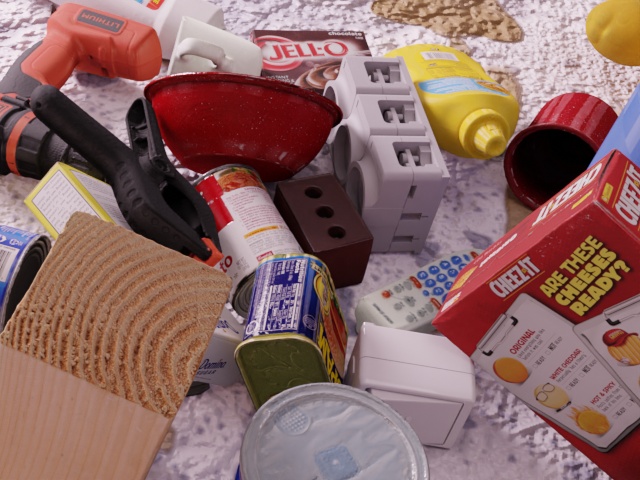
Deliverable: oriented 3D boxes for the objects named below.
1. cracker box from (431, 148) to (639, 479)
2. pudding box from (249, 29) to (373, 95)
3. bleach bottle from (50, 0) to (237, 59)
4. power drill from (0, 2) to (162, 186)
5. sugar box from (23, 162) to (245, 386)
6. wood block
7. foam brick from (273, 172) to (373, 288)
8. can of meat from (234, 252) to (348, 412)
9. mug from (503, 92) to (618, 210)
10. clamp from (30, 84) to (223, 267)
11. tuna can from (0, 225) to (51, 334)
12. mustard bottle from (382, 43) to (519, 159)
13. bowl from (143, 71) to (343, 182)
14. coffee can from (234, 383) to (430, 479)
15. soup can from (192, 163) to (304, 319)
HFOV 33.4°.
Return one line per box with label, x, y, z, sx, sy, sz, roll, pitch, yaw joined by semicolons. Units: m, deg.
cracker box;0.209;0.066;0.701;0.213;0.164;0.072;41;44;-6
pudding box;-0.006;-0.156;0.988;0.113;0.039;0.090;-1;47;-15
bleach bottle;-0.180;-0.237;1.006;0.251;0.068;0.102;30;47;11
power drill;-0.209;-0.120;0.876;0.184;0.057;0.187;20;44;15
sugar box;-0.125;0.025;0.750;0.048;0.093;0.176;-46;63;8
wood block;-0.127;0.089;0.593;0.091;0.206;0.090;24;51;-4
foam brick;-0.001;-0.006;0.838;0.052;0.051;0.078;-12;52;-24
can of meat;-0.016;0.071;0.726;0.057;0.102;0.084;-6;41;13
mug;0.226;-0.070;0.942;0.117;0.093;0.081;47;43;-6
clamp;-0.132;-0.047;0.752;0.120;0.039;0.171;1;46;-51
tuna can;-0.213;0.033;0.721;0.034;0.086;0.086;15;45;2
mustard bottle;0.119;-0.118;0.929;0.096;0.058;0.192;1;26;-15
bowl;-0.064;-0.083;0.853;0.162;0.162;0.055;7;80;-8
coffee can;-0.005;0.164;0.613;0.102;0.140;0.103;7;46;-8
soup can;-0.055;0.001;0.806;0.068;0.069;0.102;-13;53;-26
